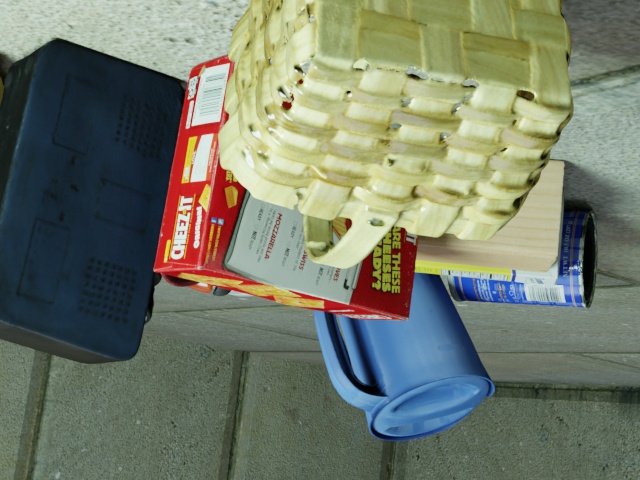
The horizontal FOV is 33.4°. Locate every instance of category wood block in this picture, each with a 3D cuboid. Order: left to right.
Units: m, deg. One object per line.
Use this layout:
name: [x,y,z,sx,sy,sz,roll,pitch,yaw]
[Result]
wood block: [0.113,-0.029,0.986,0.206,0.090,0.091,5,170,6]

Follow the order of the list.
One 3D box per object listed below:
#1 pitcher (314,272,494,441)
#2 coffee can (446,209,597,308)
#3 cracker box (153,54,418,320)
pitcher: [0.071,0.077,1.119,0.145,0.243,0.149,-22,148,4]
coffee can: [0.214,0.017,1.126,0.140,0.103,0.102,2,168,23]
cracker box: [-0.016,-0.033,0.847,0.213,0.164,0.072,16,167,-39]
